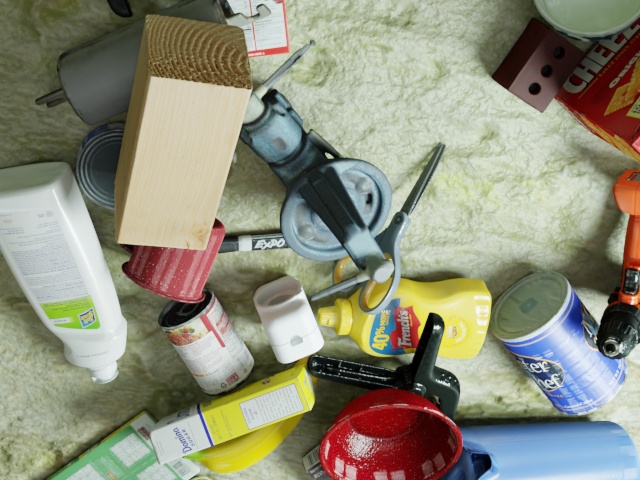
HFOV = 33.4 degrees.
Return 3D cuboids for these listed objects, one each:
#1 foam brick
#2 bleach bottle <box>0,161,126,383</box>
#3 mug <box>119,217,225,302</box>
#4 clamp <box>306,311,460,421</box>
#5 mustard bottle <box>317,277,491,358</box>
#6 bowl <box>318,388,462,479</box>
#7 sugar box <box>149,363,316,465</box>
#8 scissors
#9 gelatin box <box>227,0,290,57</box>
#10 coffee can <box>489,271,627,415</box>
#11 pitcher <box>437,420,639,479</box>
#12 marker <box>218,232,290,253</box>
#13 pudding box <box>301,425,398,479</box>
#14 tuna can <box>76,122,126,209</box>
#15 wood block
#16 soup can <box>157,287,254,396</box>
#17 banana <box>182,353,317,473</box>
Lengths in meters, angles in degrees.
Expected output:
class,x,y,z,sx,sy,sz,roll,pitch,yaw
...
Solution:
class,x,y,z,sx,sy,sz,roll,pitch,yaw
foam brick,0.229,-0.184,1.126,0.053,0.051,0.078,28,104,-21
bleach bottle,-0.270,0.044,1.114,0.103,0.068,0.251,-6,120,12
mug,-0.159,0.003,1.114,0.117,0.093,0.081,27,102,17
clamp,0.108,0.155,1.216,0.165,0.036,0.209,-26,135,26
mustard bottle,0.091,0.087,1.209,0.191,0.058,0.096,2,123,-12
bowl,0.077,0.217,1.206,0.162,0.055,0.162,-2,132,-2
sugar box,-0.095,0.189,1.173,0.176,0.093,0.048,-19,90,5
scissors,0.071,-0.016,1.176,0.016,0.096,0.201,30,73,-47
gelatin box,-0.072,-0.227,1.059,0.073,0.030,0.089,-9,114,-6
coffee can,0.276,0.119,1.236,0.103,0.103,0.140,-38,115,6
pitcher,0.251,0.285,1.289,0.242,0.149,0.145,-2,105,-19
marker,-0.058,0.001,1.164,0.121,0.020,0.020,-4,113,-10
pudding box,0.047,0.265,1.285,0.113,0.039,0.090,-36,115,4
tuna can,-0.206,-0.077,1.092,0.086,0.034,0.086,-4,113,-10
wood block,-0.132,-0.095,0.988,0.090,0.090,0.206,4,137,-17
soup can,-0.124,0.112,1.170,0.068,0.068,0.102,-28,116,1
banana,-0.065,0.211,1.237,0.198,0.037,0.069,-40,124,3
